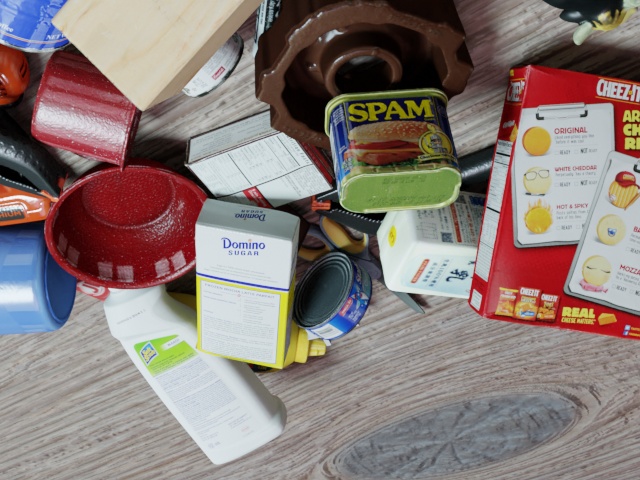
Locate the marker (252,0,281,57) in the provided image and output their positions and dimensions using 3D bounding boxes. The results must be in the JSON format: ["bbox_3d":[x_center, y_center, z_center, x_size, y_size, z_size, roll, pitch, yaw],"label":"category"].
[{"bbox_3d":[-0.040,-0.195,0.855,0.020,0.020,0.121,6,140,-5],"label":"marker"}]

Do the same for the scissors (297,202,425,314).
[{"bbox_3d":[0.034,0.030,1.125,0.096,0.016,0.201,-12,138,20],"label":"scissors"}]

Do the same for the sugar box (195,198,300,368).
[{"bbox_3d":[-0.072,0.044,1.031,0.093,0.048,0.176,11,130,5],"label":"sugar box"}]

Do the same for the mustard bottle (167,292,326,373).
[{"bbox_3d":[-0.089,0.108,1.194,0.191,0.058,0.096,7,134,-6],"label":"mustard bottle"}]

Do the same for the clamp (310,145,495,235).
[{"bbox_3d":[0.096,-0.033,1.029,0.210,0.036,0.164,-3,140,1],"label":"clamp"}]

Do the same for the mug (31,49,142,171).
[{"bbox_3d":[-0.199,-0.108,0.920,0.081,0.093,0.117,15,150,-7],"label":"mug"}]

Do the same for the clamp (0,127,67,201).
[{"bbox_3d":[-0.282,-0.084,0.887,0.171,0.039,0.120,24,163,-29],"label":"clamp"}]

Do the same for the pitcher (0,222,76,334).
[{"bbox_3d":[-0.375,0.050,1.069,0.243,0.145,0.149,-2,142,6],"label":"pitcher"}]

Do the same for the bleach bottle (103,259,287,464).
[{"bbox_3d":[-0.141,0.120,1.127,0.102,0.068,0.250,-29,114,9],"label":"bleach bottle"}]

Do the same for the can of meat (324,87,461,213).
[{"bbox_3d":[0.058,-0.071,0.859,0.102,0.084,0.057,-4,145,-5],"label":"can of meat"}]

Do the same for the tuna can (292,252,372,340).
[{"bbox_3d":[0.012,0.057,1.079,0.086,0.086,0.033,-31,131,33],"label":"tuna can"}]

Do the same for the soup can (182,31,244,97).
[{"bbox_3d":[-0.118,-0.170,0.851,0.069,0.068,0.102,-26,132,30],"label":"soup can"}]

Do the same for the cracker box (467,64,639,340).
[{"bbox_3d":[0.226,-0.031,0.909,0.164,0.072,0.214,8,97,-7],"label":"cracker box"}]

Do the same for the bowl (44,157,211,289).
[{"bbox_3d":[-0.182,-0.026,1.024,0.162,0.055,0.162,-7,135,-8],"label":"bowl"}]

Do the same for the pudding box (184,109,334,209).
[{"bbox_3d":[-0.055,-0.071,0.991,0.114,0.039,0.090,-18,135,20],"label":"pudding box"}]

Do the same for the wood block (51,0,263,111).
[{"bbox_3d":[-0.074,-0.198,0.730,0.090,0.090,0.206,44,108,-5],"label":"wood block"}]

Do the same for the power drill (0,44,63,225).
[{"bbox_3d":[-0.328,-0.091,0.967,0.184,0.057,0.187,-6,140,10],"label":"power drill"}]
